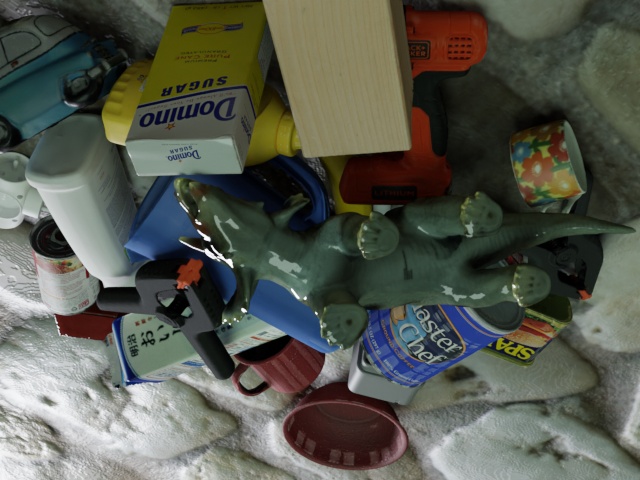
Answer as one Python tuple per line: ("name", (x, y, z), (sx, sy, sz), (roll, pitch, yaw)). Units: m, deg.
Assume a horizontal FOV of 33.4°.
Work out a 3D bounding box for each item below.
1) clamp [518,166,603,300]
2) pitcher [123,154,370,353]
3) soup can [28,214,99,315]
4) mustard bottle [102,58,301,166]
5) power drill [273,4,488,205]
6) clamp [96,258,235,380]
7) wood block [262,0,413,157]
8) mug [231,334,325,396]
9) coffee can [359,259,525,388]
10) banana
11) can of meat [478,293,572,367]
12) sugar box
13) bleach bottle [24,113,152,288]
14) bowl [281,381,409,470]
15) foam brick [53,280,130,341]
("clamp", (0.230, 0.007, 1.079), (0.120, 0.039, 0.171), (-20, 130, 8))
("pitcher", (-0.057, 0.001, 1.056), (0.242, 0.145, 0.149), (32, 156, -13))
("soup can", (-0.285, 0.027, 1.193), (0.068, 0.068, 0.102), (8, 139, 2))
("mustard bottle", (-0.091, -0.110, 0.959), (0.192, 0.096, 0.058), (13, 135, 15))
("power drill", (0.052, -0.120, 0.956), (0.184, 0.057, 0.188), (2, 129, 5))
("clamp", (-0.134, 0.072, 1.053), (0.164, 0.036, 0.210), (33, 153, -8))
("wood block", (0.015, -0.167, 0.806), (0.091, 0.090, 0.206), (-3, 140, 11))
("mug", (-0.053, 0.133, 1.236), (0.093, 0.117, 0.081), (30, 164, 45))
("coffee can", (0.121, 0.076, 1.082), (0.102, 0.102, 0.141), (33, 132, -23))
("banana", (0.019, -0.040, 1.085), (0.069, 0.037, 0.198), (6, 138, 2))
("can of meat", (0.212, 0.083, 1.169), (0.102, 0.057, 0.084), (21, 134, -13))
("sugar box", (-0.097, -0.132, 0.903), (0.093, 0.176, 0.048), (-1, 137, 12))
("bleach bottle", (-0.226, -0.009, 1.116), (0.068, 0.102, 0.251), (2, 138, 14))
("bowl", (0.034, 0.228, 1.361), (0.162, 0.055, 0.162), (6, 138, 5))
("foam brick", (-0.268, 0.081, 1.261), (0.078, 0.053, 0.051), (7, 138, 5))
